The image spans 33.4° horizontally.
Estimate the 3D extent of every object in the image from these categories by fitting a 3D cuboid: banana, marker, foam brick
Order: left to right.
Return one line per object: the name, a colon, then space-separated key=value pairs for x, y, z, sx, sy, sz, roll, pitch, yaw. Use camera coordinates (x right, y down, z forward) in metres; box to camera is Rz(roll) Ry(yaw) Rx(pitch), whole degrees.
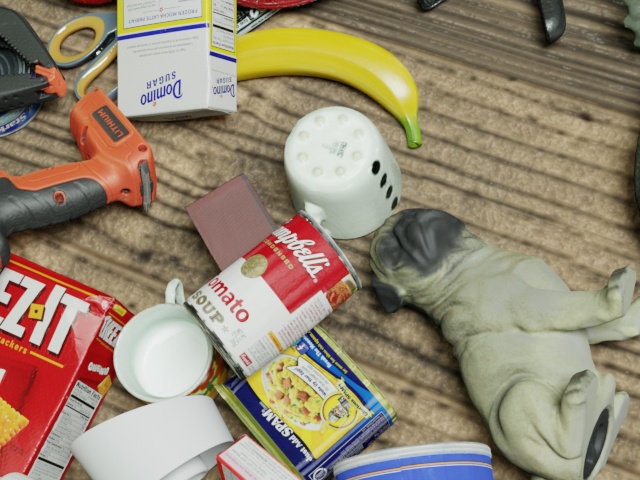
foam brick: x=-0.055 y=0.001 z=0.791 sx=0.051 sy=0.053 sz=0.078 roll=-31 pitch=67 yaw=-2
marker: x=-0.043 y=-0.193 z=0.876 sx=0.121 sy=0.020 sz=0.020 roll=-35 pitch=68 yaw=-3
banana: x=-0.003 y=-0.134 z=0.838 sx=0.198 sy=0.037 sz=0.069 roll=19 pitch=74 yaw=16

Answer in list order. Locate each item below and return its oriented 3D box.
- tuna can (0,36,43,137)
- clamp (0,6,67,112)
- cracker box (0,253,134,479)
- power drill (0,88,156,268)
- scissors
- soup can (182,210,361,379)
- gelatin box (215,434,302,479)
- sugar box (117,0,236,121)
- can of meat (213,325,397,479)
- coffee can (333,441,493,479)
tuna can: x=-0.274 y=-0.131 z=0.889 sx=0.086 sy=0.033 sz=0.086 roll=-3 pitch=70 yaw=9
clamp: x=-0.304 y=-0.146 z=0.860 sx=0.210 sy=0.036 sz=0.164 roll=25 pitch=76 yaw=17
cracker box: x=-0.255 y=0.115 z=0.777 sx=0.164 sy=0.072 sz=0.213 roll=21 pitch=75 yaw=16
power drill: x=-0.233 y=-0.050 z=0.801 sx=0.187 sy=0.057 sz=0.185 roll=-26 pitch=55 yaw=-24
scissors: x=-0.155 y=-0.200 z=0.902 sx=0.096 sy=0.016 sz=0.201 roll=26 pitch=74 yaw=20
soup can: x=-0.033 y=0.037 z=0.717 sx=0.102 sy=0.068 sz=0.068 roll=-38 pitch=68 yaw=-9
gelatin box: x=-0.026 y=0.178 z=0.694 sx=0.030 sy=0.073 sz=0.089 roll=-33 pitch=40 yaw=-28
sugar box: x=-0.112 y=-0.184 z=0.835 sx=0.093 sy=0.048 sz=0.176 roll=0 pitch=91 yaw=31
can of meat: x=-0.009 y=0.114 z=0.740 sx=0.084 sy=0.057 sz=0.102 roll=-40 pitch=69 yaw=-8
coffee can: x=0.066 y=0.206 z=0.668 sx=0.103 sy=0.103 sz=0.140 roll=-9 pitch=69 yaw=7
